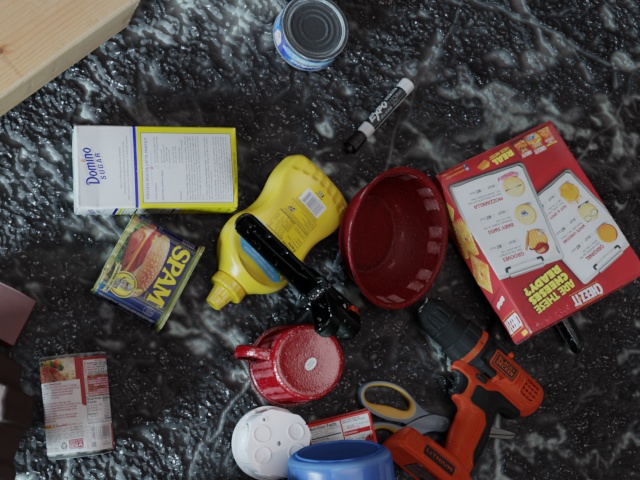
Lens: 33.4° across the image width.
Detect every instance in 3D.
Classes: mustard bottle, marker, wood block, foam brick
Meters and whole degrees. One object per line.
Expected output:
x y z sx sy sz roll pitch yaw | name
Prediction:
-0.058 0.001 1.182 0.191 0.058 0.096 -49 114 -20 | mustard bottle
0.069 -0.148 1.275 0.020 0.020 0.121 44 70 -7 | marker
-0.303 -0.220 1.125 0.205 0.090 0.091 -41 96 -21 | wood block
-0.335 0.069 1.082 0.078 0.051 0.053 30 71 -12 | foam brick

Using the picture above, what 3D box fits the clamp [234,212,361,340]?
-0.010 0.051 1.134 0.036 0.209 0.165 -41 69 5 | clamp

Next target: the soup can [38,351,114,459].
-0.247 0.167 1.084 0.068 0.069 0.102 -4 82 -19 | soup can

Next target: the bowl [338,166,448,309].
0.073 -0.005 1.212 0.161 0.055 0.162 -7 101 -42 | bowl

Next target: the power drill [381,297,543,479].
0.148 0.180 1.205 0.184 0.057 0.187 41 62 -6 | power drill

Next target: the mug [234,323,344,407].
-0.035 0.130 1.155 0.117 0.082 0.093 17 75 -15 | mug

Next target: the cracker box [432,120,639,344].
0.249 -0.010 1.253 0.164 0.072 0.214 -26 77 -13 | cracker box

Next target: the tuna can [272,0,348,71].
-0.011 -0.246 1.257 0.086 0.034 0.086 3 79 -18 | tuna can

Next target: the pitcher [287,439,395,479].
0.040 0.333 1.092 0.148 0.145 0.243 -7 93 -41 | pitcher

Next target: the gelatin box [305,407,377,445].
0.028 0.236 1.177 0.073 0.030 0.089 -13 84 -3 | gelatin box

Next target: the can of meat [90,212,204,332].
-0.185 0.033 1.137 0.084 0.057 0.102 29 72 -9 | can of meat

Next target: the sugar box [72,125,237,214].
-0.180 -0.076 1.165 0.176 0.048 0.093 -1 80 -15 | sugar box

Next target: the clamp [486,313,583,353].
0.249 0.056 1.289 0.120 0.039 0.171 -1 73 -18 | clamp

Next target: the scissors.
0.125 0.227 1.228 0.201 0.016 0.096 27 74 -12 | scissors
